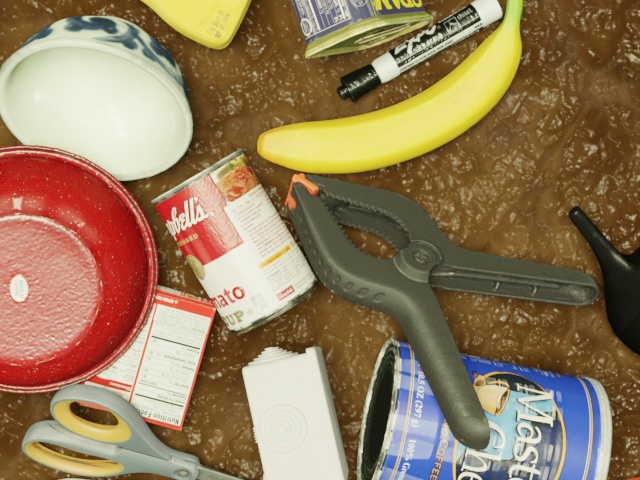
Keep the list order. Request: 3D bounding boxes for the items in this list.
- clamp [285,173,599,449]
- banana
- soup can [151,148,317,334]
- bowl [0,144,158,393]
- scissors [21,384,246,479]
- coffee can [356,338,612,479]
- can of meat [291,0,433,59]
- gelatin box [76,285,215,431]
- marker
[{"bbox_3d":[0.059,0.029,0.677,0.210,0.036,0.164,30,48,10],"label":"clamp"},{"bbox_3d":[0.056,-0.087,0.704,0.198,0.037,0.069,-30,107,0],"label":"banana"},{"bbox_3d":[-0.055,0.001,0.692,0.068,0.068,0.102,-30,96,-1],"label":"soup can"},{"bbox_3d":[-0.179,0.024,0.649,0.162,0.055,0.162,-2,101,-10],"label":"bowl"},{"bbox_3d":[-0.096,0.138,0.706,0.201,0.016,0.096,8,134,-3],"label":"scissors"},{"bbox_3d":[0.103,0.127,0.696,0.140,0.103,0.103,12,94,-5],"label":"coffee can"},{"bbox_3d":[0.018,-0.165,0.667,0.058,0.101,0.084,-18,93,33],"label":"can of meat"},{"bbox_3d":[-0.116,0.075,0.714,0.073,0.030,0.089,16,94,-6],"label":"gelatin box"},{"bbox_3d":[0.065,-0.128,0.713,0.121,0.020,0.020,-30,96,-1],"label":"marker"}]
